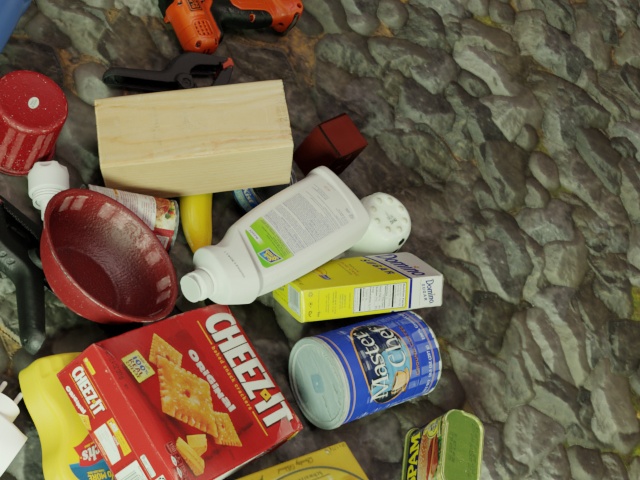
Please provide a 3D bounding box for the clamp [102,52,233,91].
[{"bbox_3d":[-0.167,-0.173,1.292,0.171,0.039,0.120,-24,87,-34],"label":"clamp"}]

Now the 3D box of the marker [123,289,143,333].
[{"bbox_3d":[-0.192,0.062,1.121,0.020,0.020,0.121,22,31,-18],"label":"marker"}]

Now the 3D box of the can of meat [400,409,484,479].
[{"bbox_3d":[0.137,0.248,1.191,0.057,0.084,0.102,23,54,-18],"label":"can of meat"}]

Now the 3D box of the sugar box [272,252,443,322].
[{"bbox_3d":[0.043,0.051,1.227,0.176,0.093,0.048,-8,110,-21],"label":"sugar box"}]

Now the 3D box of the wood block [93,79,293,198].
[{"bbox_3d":[-0.140,-0.110,1.187,0.206,0.091,0.090,-7,66,-7],"label":"wood block"}]

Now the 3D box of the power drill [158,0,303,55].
[{"bbox_3d":[-0.129,-0.328,1.393,0.187,0.057,0.184,-16,75,-33],"label":"power drill"}]

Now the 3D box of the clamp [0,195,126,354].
[{"bbox_3d":[-0.288,0.032,1.065,0.210,0.036,0.164,48,17,11],"label":"clamp"}]

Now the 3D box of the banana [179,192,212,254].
[{"bbox_3d":[-0.128,-0.070,1.253,0.069,0.037,0.197,30,52,-11],"label":"banana"}]

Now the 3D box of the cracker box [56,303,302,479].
[{"bbox_3d":[-0.131,0.160,1.051,0.164,0.072,0.213,58,30,10],"label":"cracker box"}]

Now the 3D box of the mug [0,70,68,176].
[{"bbox_3d":[-0.330,-0.129,1.141,0.117,0.082,0.093,3,62,-29],"label":"mug"}]

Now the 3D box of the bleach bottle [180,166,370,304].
[{"bbox_3d":[-0.058,0.001,1.169,0.103,0.068,0.250,47,44,16],"label":"bleach bottle"}]

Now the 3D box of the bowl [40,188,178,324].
[{"bbox_3d":[-0.221,0.027,1.061,0.162,0.055,0.162,38,28,-24],"label":"bowl"}]

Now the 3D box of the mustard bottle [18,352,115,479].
[{"bbox_3d":[-0.222,0.204,1.022,0.096,0.058,0.192,5,60,-51],"label":"mustard bottle"}]

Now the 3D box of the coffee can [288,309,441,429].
[{"bbox_3d":[0.050,0.142,1.190,0.140,0.103,0.103,-13,70,-35],"label":"coffee can"}]

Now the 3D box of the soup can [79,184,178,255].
[{"bbox_3d":[-0.213,-0.020,1.155,0.102,0.069,0.068,11,58,-24],"label":"soup can"}]

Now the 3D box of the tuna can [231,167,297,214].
[{"bbox_3d":[-0.068,-0.068,1.272,0.086,0.034,0.086,23,57,-43],"label":"tuna can"}]

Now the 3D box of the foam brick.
[{"bbox_3d":[0.011,-0.113,1.334,0.052,0.078,0.051,-29,80,-36],"label":"foam brick"}]
